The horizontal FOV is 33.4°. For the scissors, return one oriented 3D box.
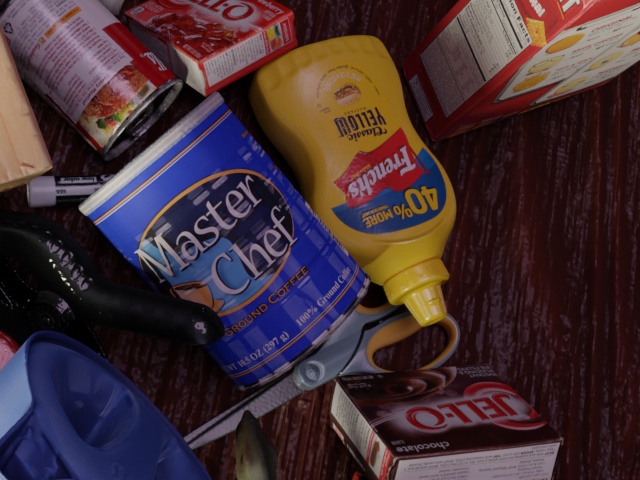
[{"bbox_3d":[-0.006,0.063,0.671,0.201,0.016,0.096,-11,76,-22],"label":"scissors"}]

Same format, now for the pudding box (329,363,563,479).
[{"bbox_3d":[0.073,0.113,0.639,0.113,0.090,0.039,-4,113,-22],"label":"pudding box"}]

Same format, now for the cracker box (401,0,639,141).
[{"bbox_3d":[0.168,-0.151,0.685,0.164,0.214,0.072,-20,81,-23],"label":"cracker box"}]

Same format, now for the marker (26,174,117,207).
[{"bbox_3d":[-0.119,-0.032,0.660,0.121,0.020,0.020,-4,75,-19],"label":"marker"}]

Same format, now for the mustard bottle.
[{"bbox_3d":[0.032,-0.035,0.679,0.096,0.058,0.192,-18,74,-23],"label":"mustard bottle"}]

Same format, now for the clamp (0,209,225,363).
[{"bbox_3d":[-0.142,0.048,0.601,0.171,0.120,0.039,32,25,13],"label":"clamp"}]

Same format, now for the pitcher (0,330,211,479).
[{"bbox_3d":[-0.162,0.168,0.485,0.243,0.145,0.149,-41,116,4],"label":"pitcher"}]

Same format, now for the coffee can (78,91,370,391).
[{"bbox_3d":[-0.054,0.001,0.614,0.102,0.103,0.140,-44,101,-24],"label":"coffee can"}]

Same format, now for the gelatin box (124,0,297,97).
[{"bbox_3d":[-0.070,-0.135,0.677,0.073,0.030,0.089,-33,48,-23],"label":"gelatin box"}]

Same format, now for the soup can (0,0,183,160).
[{"bbox_3d":[-0.143,-0.107,0.648,0.102,0.069,0.068,44,66,-1],"label":"soup can"}]
